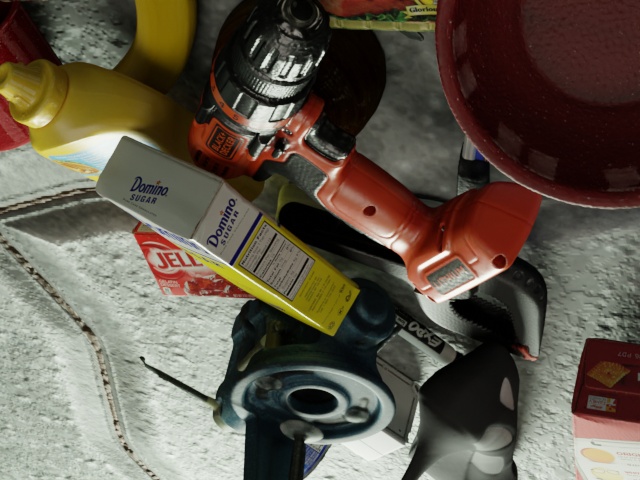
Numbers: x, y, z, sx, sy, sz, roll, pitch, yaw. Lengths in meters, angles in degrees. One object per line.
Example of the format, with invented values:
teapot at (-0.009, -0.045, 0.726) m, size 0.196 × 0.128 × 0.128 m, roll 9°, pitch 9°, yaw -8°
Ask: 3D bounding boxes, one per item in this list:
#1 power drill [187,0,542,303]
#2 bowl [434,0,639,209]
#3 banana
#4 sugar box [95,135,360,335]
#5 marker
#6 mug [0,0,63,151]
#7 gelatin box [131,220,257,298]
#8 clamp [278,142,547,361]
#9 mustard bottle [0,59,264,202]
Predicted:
power drill at (0.022, -0.046, 0.577) m, size 0.187 × 0.057 × 0.185 m, roll 33°, pitch 159°, yaw -6°
bowl at (0.136, -0.099, 0.491) m, size 0.162 × 0.055 × 0.162 m, roll 5°, pitch 114°, yaw 12°
banana at (-0.110, -0.139, 0.662) m, size 0.069 × 0.037 × 0.198 m, roll 0°, pitch 148°, yaw -18°
sugar box at (-0.055, 0.001, 0.679) m, size 0.093 × 0.048 × 0.176 m, roll 25°, pitch 174°, yaw 37°
marker at (0.080, 0.077, 0.852) m, size 0.121 × 0.020 × 0.020 m, roll 36°, pitch 137°, yaw -18°
mug at (-0.227, -0.118, 0.719) m, size 0.117 × 0.093 × 0.081 m, roll 28°, pitch 157°, yaw 42°
gelatin box at (-0.095, 0.011, 0.842) m, size 0.089 × 0.030 × 0.073 m, roll 1°, pitch 136°, yaw 20°
clamp at (0.082, 0.019, 0.731) m, size 0.165 × 0.036 × 0.209 m, roll -10°, pitch 138°, yaw 37°
mustard bottle at (-0.129, -0.068, 0.692) m, size 0.096 × 0.058 × 0.191 m, roll -8°, pitch 158°, yaw 36°
